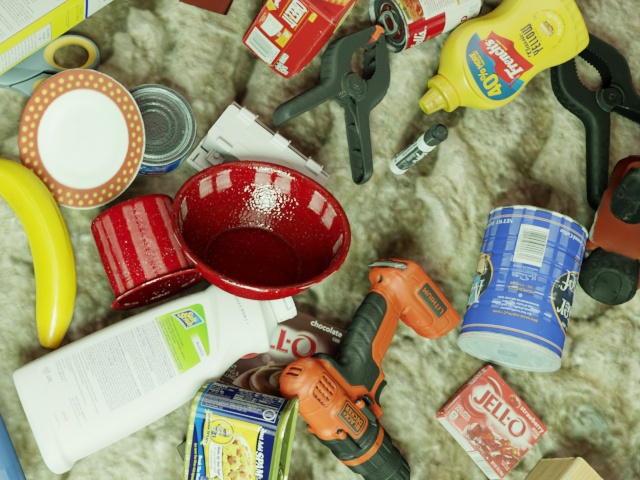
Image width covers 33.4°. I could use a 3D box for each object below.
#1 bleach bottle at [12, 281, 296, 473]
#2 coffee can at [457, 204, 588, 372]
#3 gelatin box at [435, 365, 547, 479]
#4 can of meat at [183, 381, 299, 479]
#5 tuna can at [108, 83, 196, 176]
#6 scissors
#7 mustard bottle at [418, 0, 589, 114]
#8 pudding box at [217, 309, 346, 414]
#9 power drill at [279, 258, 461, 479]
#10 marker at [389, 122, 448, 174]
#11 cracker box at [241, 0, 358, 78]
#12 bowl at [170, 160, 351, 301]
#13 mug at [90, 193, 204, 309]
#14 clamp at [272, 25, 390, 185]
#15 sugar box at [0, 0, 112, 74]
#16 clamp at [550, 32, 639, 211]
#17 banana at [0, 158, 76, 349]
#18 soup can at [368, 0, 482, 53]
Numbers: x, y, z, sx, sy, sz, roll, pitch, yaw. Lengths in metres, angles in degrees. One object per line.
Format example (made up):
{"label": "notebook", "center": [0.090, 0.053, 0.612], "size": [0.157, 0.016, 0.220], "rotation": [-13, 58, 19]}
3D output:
{"label": "bleach bottle", "center": [-0.137, 0.110, 0.952], "size": [0.250, 0.068, 0.102], "rotation": [-23, 76, -10]}
{"label": "coffee can", "center": [0.202, 0.049, 1.064], "size": [0.102, 0.103, 0.140], "rotation": [20, 73, -11]}
{"label": "gelatin box", "center": [0.170, 0.181, 1.064], "size": [0.073, 0.030, 0.089], "rotation": [-42, 91, -20]}
{"label": "can of meat", "center": [-0.070, 0.178, 0.923], "size": [0.084, 0.057, 0.102], "rotation": [12, 110, 9]}
{"label": "tuna can", "center": [-0.163, -0.107, 1.033], "size": [0.086, 0.034, 0.086], "rotation": [3, 77, -15]}
{"label": "scissors", "center": [-0.299, -0.172, 1.020], "size": [0.201, 0.016, 0.096], "rotation": [19, 72, -11]}
{"label": "mustard bottle", "center": [0.184, -0.194, 1.125], "size": [0.191, 0.058, 0.096], "rotation": [-36, 112, -5]}
{"label": "pudding box", "center": [-0.043, 0.108, 1.016], "size": [0.113, 0.039, 0.090], "rotation": [24, 73, -9]}
{"label": "power drill", "center": [0.061, 0.125, 1.013], "size": [0.184, 0.057, 0.187], "rotation": [51, 58, -31]}
{"label": "marker", "center": [0.097, -0.091, 1.056], "size": [0.020, 0.121, 0.020], "rotation": [4, 77, -15]}
{"label": "cracker box", "center": [0.028, -0.274, 1.056], "size": [0.072, 0.164, 0.213], "rotation": [42, 71, -5]}
{"label": "bowl", "center": [-0.056, 0.001, 0.957], "size": [0.162, 0.055, 0.162], "rotation": [8, 45, -8]}
{"label": "mug", "center": [-0.151, 0.006, 0.986], "size": [0.117, 0.093, 0.081], "rotation": [-15, 77, -32]}
{"label": "clamp", "center": [0.018, -0.153, 1.083], "size": [0.120, 0.039, 0.171], "rotation": [28, 62, -31]}
{"label": "sugar box", "center": [-0.272, -0.239, 1.019], "size": [0.176, 0.048, 0.093], "rotation": [-40, 82, -25]}
{"label": "clamp", "center": [0.309, -0.143, 1.173], "size": [0.164, 0.036, 0.210], "rotation": [-36, 87, -18]}
{"label": "banana", "center": [-0.264, 0.000, 0.982], "size": [0.070, 0.037, 0.198], "rotation": [-29, 83, 8]}
{"label": "soup can", "center": [0.111, -0.247, 1.125], "size": [0.102, 0.069, 0.068], "rotation": [-27, 86, -20]}
